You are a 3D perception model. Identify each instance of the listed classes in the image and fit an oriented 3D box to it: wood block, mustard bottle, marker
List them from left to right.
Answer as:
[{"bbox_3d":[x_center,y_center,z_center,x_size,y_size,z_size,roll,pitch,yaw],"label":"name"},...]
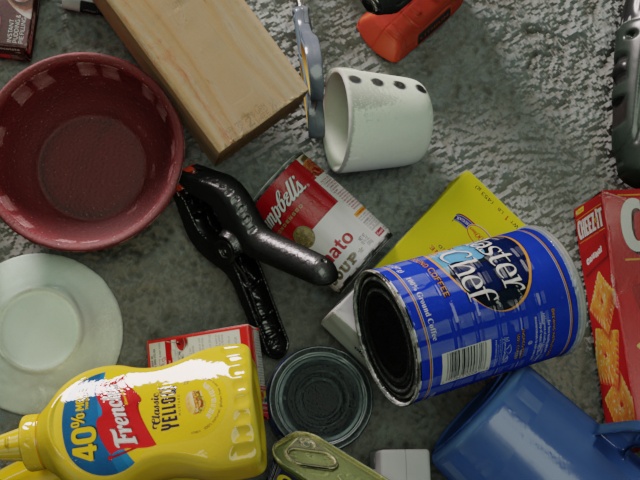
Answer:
[{"bbox_3d":[-0.138,0.135,0.770,0.191,0.058,0.096,-9,60,1],"label":"mustard bottle"},{"bbox_3d":[-0.159,-0.195,0.911,0.121,0.020,0.020,11,76,-6],"label":"marker"},{"bbox_3d":[-0.109,-0.172,0.859,0.090,0.091,0.206,-36,92,-7],"label":"wood block"}]

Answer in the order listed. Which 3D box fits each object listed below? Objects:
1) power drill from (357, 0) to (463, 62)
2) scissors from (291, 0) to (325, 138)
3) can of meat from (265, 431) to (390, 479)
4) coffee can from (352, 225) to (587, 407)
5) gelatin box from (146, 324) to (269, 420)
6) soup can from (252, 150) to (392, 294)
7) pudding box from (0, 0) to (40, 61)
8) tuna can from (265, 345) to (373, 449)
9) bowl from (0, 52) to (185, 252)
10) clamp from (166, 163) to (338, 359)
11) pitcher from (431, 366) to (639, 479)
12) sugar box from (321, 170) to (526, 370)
[{"bbox_3d":[0.085,-0.215,0.864,0.184,0.188,0.057,-43,88,-17],"label":"power drill"},{"bbox_3d":[-0.014,-0.187,0.896,0.016,0.096,0.202,-6,81,-5],"label":"scissors"},{"bbox_3d":[0.001,0.206,0.794,0.102,0.057,0.084,28,112,21],"label":"can of meat"},{"bbox_3d":[0.109,0.054,0.789,0.140,0.103,0.103,-15,79,-20],"label":"coffee can"},{"bbox_3d":[-0.089,0.109,0.831,0.089,0.030,0.073,-10,77,13],"label":"gelatin box"},{"bbox_3d":[0.000,-0.014,0.865,0.102,0.068,0.068,42,75,3],"label":"soup can"},{"bbox_3d":[-0.279,-0.210,0.887,0.090,0.039,0.113,6,76,-6],"label":"pudding box"},{"bbox_3d":[-0.002,0.127,0.850,0.086,0.034,0.086,2,77,-8],"label":"tuna can"},{"bbox_3d":[-0.187,-0.065,0.853,0.162,0.055,0.162,0,79,-2],"label":"bowl"},{"bbox_3d":[-0.055,0.001,0.836,0.039,0.120,0.171,-29,79,-47],"label":"clamp"},{"bbox_3d":[0.212,0.204,0.811,0.243,0.145,0.149,43,73,6],"label":"pitcher"},{"bbox_3d":[0.093,0.035,0.869,0.093,0.048,0.176,43,66,1],"label":"sugar box"}]
